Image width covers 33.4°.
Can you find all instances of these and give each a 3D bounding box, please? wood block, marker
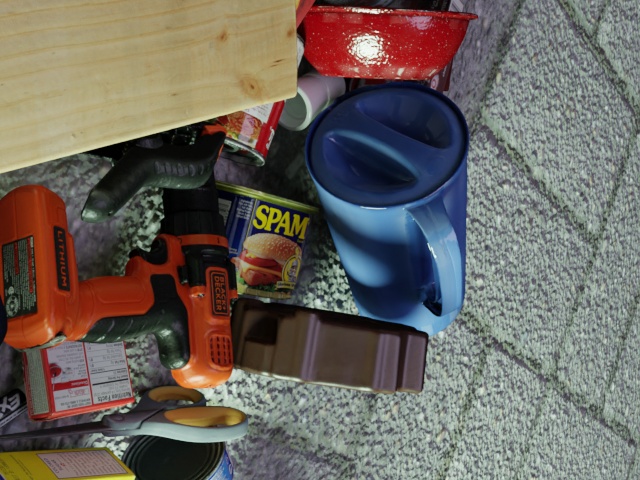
[{"bbox_3d":[-0.118,-0.109,0.577,0.205,0.091,0.090,-21,120,-39],"label":"wood block"},{"bbox_3d":[-0.221,0.119,0.738,0.120,0.020,0.020,-35,126,-41],"label":"marker"}]

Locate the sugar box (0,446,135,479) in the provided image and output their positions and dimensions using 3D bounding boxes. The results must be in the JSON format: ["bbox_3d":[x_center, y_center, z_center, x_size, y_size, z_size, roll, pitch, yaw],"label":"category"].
[{"bbox_3d":[-0.219,0.192,0.728,0.175,0.048,0.093,13,107,-50],"label":"sugar box"}]

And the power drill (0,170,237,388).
[{"bbox_3d":[-0.136,0.011,0.753,0.187,0.057,0.184,10,68,-49],"label":"power drill"}]

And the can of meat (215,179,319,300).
[{"bbox_3d":[-0.056,0.001,0.882,0.101,0.058,0.084,14,91,-52],"label":"can of meat"}]

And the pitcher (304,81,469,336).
[{"bbox_3d":[0.073,-0.006,0.940,0.243,0.145,0.149,75,32,-53],"label":"pitcher"}]

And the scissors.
[{"bbox_3d":[-0.153,0.132,0.808,0.201,0.096,0.016,5,102,-26],"label":"scissors"}]

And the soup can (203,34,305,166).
[{"bbox_3d":[-0.059,-0.118,0.833,0.068,0.069,0.102,30,76,-51],"label":"soup can"}]

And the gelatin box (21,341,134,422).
[{"bbox_3d":[-0.175,0.079,0.754,0.073,0.030,0.089,-3,80,-51],"label":"gelatin box"}]

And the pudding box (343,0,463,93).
[{"bbox_3d":[0.073,-0.170,0.965,0.039,0.090,0.113,27,78,-58],"label":"pudding box"}]

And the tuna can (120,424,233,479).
[{"bbox_3d":[-0.112,0.180,0.839,0.086,0.086,0.034,-43,133,-36],"label":"tuna can"}]

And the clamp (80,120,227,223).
[{"bbox_3d":[-0.137,-0.066,0.729,0.171,0.120,0.039,-21,149,-57],"label":"clamp"}]

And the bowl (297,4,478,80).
[{"bbox_3d":[0.047,-0.161,0.874,0.161,0.162,0.055,-9,105,-50],"label":"bowl"}]
